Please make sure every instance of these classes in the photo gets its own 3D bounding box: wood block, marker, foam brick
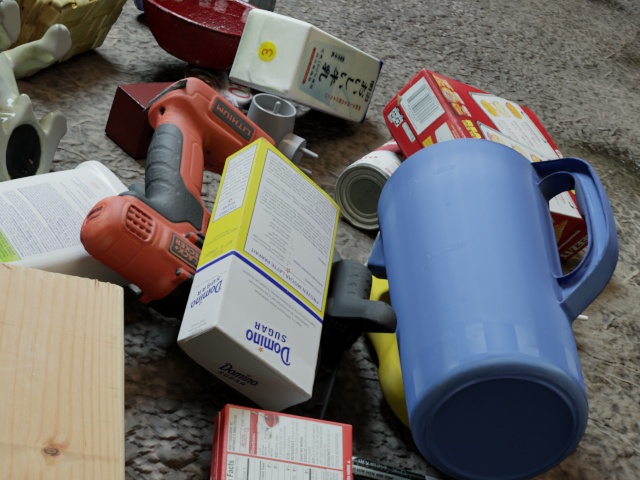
[{"bbox_3d":[-0.163,0.111,0.597,0.090,0.090,0.206,12,30,-18],"label":"wood block"},{"bbox_3d":[0.025,0.155,0.717,0.121,0.020,0.020,16,30,-8],"label":"marker"},{"bbox_3d":[-0.155,-0.116,1.016,0.078,0.053,0.051,-12,44,-44],"label":"foam brick"}]

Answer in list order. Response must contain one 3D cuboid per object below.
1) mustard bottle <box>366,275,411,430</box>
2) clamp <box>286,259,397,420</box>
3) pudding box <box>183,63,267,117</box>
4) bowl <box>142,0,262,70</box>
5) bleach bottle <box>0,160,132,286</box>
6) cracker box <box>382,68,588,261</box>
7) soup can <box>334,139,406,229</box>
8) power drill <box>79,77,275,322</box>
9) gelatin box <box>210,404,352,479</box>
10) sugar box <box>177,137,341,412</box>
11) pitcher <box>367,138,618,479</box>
[{"bbox_3d":[0.089,0.100,0.811,0.096,0.058,0.191,16,30,-19],"label":"mustard bottle"},{"bbox_3d":[0.017,0.057,0.769,0.039,0.120,0.171,33,29,-18],"label":"clamp"},{"bbox_3d":[-0.102,-0.150,1.121,0.090,0.039,0.113,15,29,-10],"label":"pudding box"},{"bbox_3d":[-0.124,-0.226,1.144,0.162,0.055,0.162,17,24,-8],"label":"bowl"},{"bbox_3d":[-0.228,0.003,0.724,0.103,0.068,0.250,45,29,20],"label":"bleach bottle"},{"bbox_3d":[0.174,-0.068,1.052,0.213,0.072,0.164,9,46,-50],"label":"cracker box"},{"bbox_3d":[0.065,-0.056,1.046,0.068,0.069,0.102,30,31,16],"label":"soup can"},{"bbox_3d":[-0.083,-0.018,0.802,0.184,0.057,0.187,39,38,-31],"label":"power drill"},{"bbox_3d":[-0.025,0.147,0.669,0.089,0.030,0.073,12,50,-15],"label":"gelatin box"},{"bbox_3d":[-0.038,0.022,0.745,0.093,0.048,0.176,41,42,-29],"label":"sugar box"},{"bbox_3d":[0.118,0.039,0.729,0.145,0.149,0.243,12,35,-8],"label":"pitcher"}]
